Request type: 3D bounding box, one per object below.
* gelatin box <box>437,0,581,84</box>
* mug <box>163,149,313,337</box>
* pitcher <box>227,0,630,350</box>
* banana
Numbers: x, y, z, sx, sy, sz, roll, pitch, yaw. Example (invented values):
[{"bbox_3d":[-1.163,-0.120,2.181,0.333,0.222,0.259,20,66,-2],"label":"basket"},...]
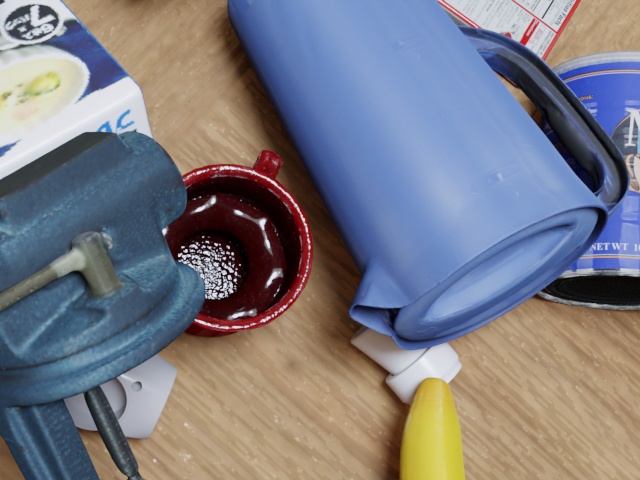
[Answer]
[{"bbox_3d":[0.123,-0.159,0.725,0.089,0.030,0.073,35,70,-5],"label":"gelatin box"},{"bbox_3d":[-0.054,0.001,0.616,0.093,0.082,0.117,25,73,-8],"label":"mug"},{"bbox_3d":[0.053,-0.073,0.615,0.145,0.149,0.243,-40,66,24],"label":"pitcher"},{"bbox_3d":[0.084,0.177,0.598,0.069,0.037,0.198,-23,86,-39],"label":"banana"}]
